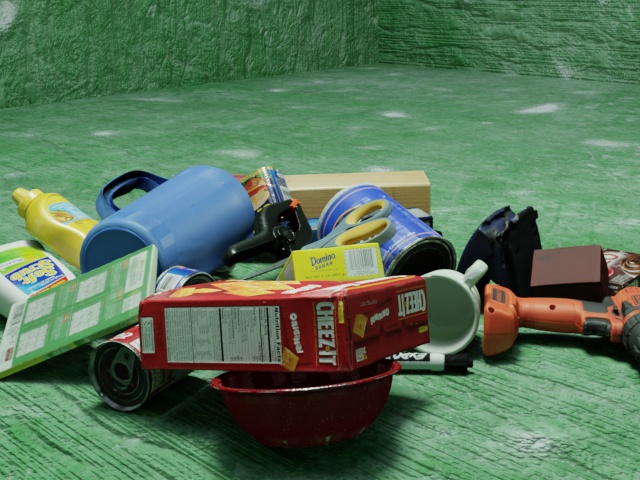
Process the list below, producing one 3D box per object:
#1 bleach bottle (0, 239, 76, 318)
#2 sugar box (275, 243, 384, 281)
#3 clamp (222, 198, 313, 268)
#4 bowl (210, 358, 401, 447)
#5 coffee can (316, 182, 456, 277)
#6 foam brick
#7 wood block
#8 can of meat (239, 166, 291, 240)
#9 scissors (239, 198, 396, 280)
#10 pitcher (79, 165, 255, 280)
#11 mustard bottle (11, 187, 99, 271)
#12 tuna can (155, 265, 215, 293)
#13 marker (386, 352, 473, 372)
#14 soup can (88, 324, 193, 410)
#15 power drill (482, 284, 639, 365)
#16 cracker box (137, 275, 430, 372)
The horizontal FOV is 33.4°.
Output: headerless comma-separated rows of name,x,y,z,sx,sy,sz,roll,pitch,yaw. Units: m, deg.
bleach bottle,-0.315,0.064,1.230,0.102,0.068,0.251,-16,22,-34
sugar box,0.004,0.045,1.151,0.093,0.048,0.176,-5,-10,-11
clamp,-0.058,0.002,1.294,0.120,0.039,0.171,29,32,-20
bowl,-0.010,0.137,0.897,0.162,0.055,0.162,-5,1,0
coffee can,0.075,0.008,1.240,0.102,0.103,0.140,-11,34,-31
foam brick,0.280,0.042,1.194,0.078,0.051,0.053,-5,51,25
wood block,0.049,-0.045,1.529,0.206,0.091,0.090,-2,16,-1
can of meat,-0.085,-0.041,1.457,0.102,0.084,0.057,-31,-25,25
scissors,0.002,-0.001,1.201,0.202,0.016,0.096,-14,30,34
pitcher,-0.188,-0.007,1.254,0.149,0.145,0.242,-8,12,20
mustard bottle,-0.309,-0.008,1.333,0.192,0.058,0.096,34,15,12
tuna can,-0.144,0.072,1.133,0.034,0.086,0.086,10,19,31
marker,0.090,0.120,1.052,0.121,0.020,0.020,0,15,8
soup can,-0.162,0.112,1.017,0.069,0.068,0.102,6,17,26
power drill,0.259,0.089,1.079,0.188,0.057,0.184,3,12,8
cracker box,-0.031,0.072,0.964,0.214,0.072,0.163,-4,2,29
